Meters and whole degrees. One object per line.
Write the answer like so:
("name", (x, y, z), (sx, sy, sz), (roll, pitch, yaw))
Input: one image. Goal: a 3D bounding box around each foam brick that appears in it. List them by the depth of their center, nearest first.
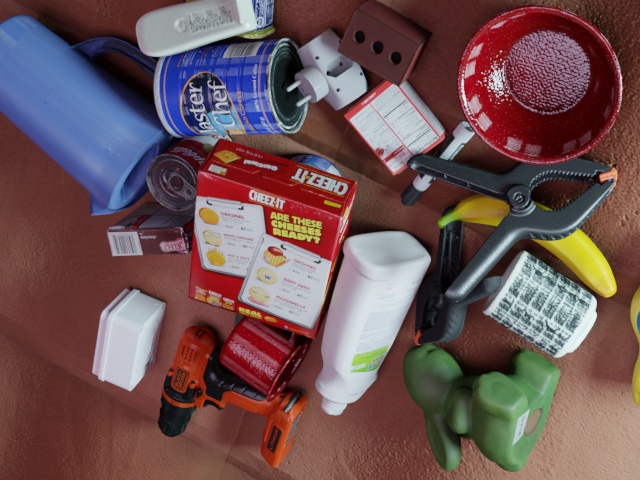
("foam brick", (0.067, -0.206, 1.105), (0.078, 0.051, 0.053), (31, 123, 8))

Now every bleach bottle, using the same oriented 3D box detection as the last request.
("bleach bottle", (0.043, 0.108, 1.246), (0.068, 0.102, 0.251), (49, 133, 38))

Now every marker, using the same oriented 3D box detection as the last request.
("marker", (0.125, -0.081, 1.161), (0.020, 0.020, 0.121), (40, 124, 2))

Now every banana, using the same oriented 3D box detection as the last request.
("banana", (0.225, -0.006, 1.127), (0.198, 0.037, 0.069), (23, 79, 14))

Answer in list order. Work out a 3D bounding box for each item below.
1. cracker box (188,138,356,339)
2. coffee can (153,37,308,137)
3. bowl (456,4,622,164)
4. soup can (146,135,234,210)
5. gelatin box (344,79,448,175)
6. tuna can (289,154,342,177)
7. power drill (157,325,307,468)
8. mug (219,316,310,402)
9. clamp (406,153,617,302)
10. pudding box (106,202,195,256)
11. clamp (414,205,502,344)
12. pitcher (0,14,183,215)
("cracker box", (-0.058, 0.001, 1.209), (0.164, 0.072, 0.214), (18, 137, 6))
("coffee can", (-0.097, -0.166, 1.169), (0.140, 0.102, 0.103), (1, 115, 24))
("bowl", (0.220, -0.159, 1.057), (0.162, 0.055, 0.162), (10, 118, 20))
("soup can", (-0.146, -0.085, 1.232), (0.069, 0.102, 0.068), (10, 118, 20))
("gelatin box", (0.082, -0.126, 1.152), (0.073, 0.030, 0.089), (-37, 96, 32))
("tuna can", (-0.014, -0.055, 1.228), (0.086, 0.033, 0.086), (10, 119, 20))
("power drill", (-0.122, 0.221, 1.401), (0.188, 0.057, 0.185), (26, 124, 10))
("mug", (-0.066, 0.130, 1.314), (0.081, 0.093, 0.117), (33, 120, 12))
("clamp", (0.197, -0.046, 1.103), (0.210, 0.036, 0.164), (-22, 73, 5))
("pudding box", (-0.188, -0.015, 1.294), (0.114, 0.089, 0.039), (0, 113, 25))
("clamp", (0.141, 0.048, 1.192), (0.039, 0.120, 0.172), (4, 141, -23))
("pitcher", (-0.282, -0.162, 1.252), (0.243, 0.149, 0.145), (39, 139, 6))
